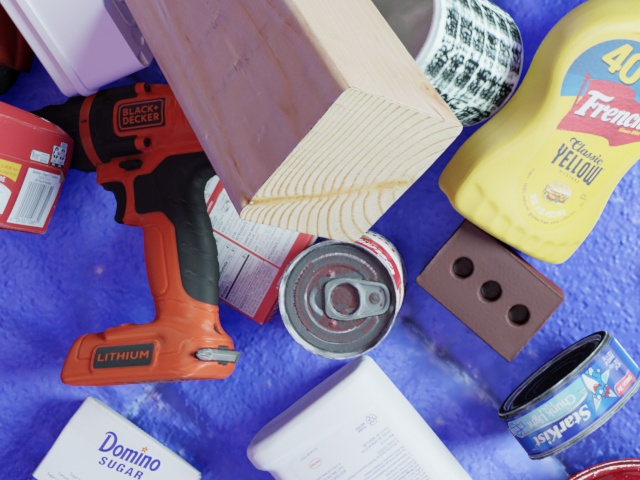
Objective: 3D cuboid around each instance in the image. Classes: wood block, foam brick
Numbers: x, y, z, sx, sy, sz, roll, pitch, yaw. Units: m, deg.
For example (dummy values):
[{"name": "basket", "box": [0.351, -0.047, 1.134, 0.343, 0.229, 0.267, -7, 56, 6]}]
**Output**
[{"name": "wood block", "box": [-0.028, -0.108, 0.572, 0.090, 0.090, 0.206, -47, 54, 26]}, {"name": "foam brick", "box": [0.105, 0.028, 0.660, 0.078, 0.051, 0.053, 40, 100, 3]}]

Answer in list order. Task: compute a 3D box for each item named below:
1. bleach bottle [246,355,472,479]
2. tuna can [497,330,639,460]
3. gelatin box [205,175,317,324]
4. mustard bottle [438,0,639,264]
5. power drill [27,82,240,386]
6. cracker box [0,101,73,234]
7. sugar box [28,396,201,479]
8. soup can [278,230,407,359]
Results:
[{"name": "bleach bottle", "box": [0.068, 0.199, 0.676, 0.102, 0.068, 0.251, -38, 91, 8]}, {"name": "tuna can", "box": [0.149, 0.092, 0.642, 0.086, 0.086, 0.034, -39, 87, 10]}, {"name": "gelatin box", "box": [-0.055, 0.001, 0.693, 0.089, 0.030, 0.073, 30, 99, 8]}, {"name": "mustard bottle", "box": [0.160, -0.081, 0.616, 0.096, 0.058, 0.192, 27, 110, -25]}, {"name": "power drill", "box": [-0.121, -0.005, 0.662, 0.185, 0.057, 0.187, -5, 82, 25]}, {"name": "cracker box", "box": [-0.270, -0.074, 0.601, 0.214, 0.164, 0.072, 21, 92, 13]}, {"name": "sugar box", "box": [-0.164, 0.200, 0.694, 0.093, 0.048, 0.176, 35, 76, 4]}, {"name": "soup can", "box": [0.017, 0.029, 0.648, 0.068, 0.102, 0.068, 1, 95, 9]}]
